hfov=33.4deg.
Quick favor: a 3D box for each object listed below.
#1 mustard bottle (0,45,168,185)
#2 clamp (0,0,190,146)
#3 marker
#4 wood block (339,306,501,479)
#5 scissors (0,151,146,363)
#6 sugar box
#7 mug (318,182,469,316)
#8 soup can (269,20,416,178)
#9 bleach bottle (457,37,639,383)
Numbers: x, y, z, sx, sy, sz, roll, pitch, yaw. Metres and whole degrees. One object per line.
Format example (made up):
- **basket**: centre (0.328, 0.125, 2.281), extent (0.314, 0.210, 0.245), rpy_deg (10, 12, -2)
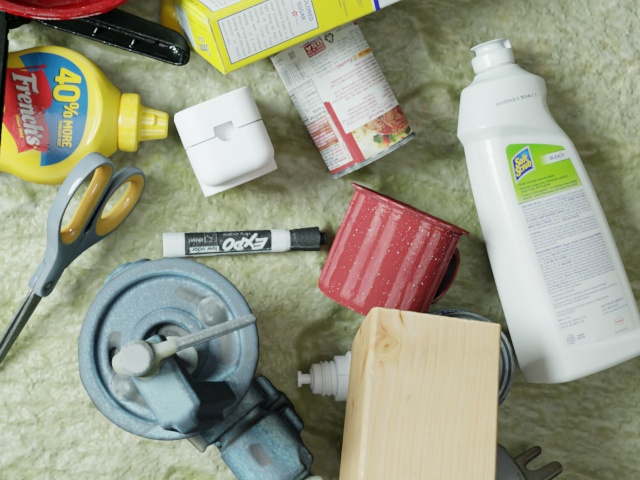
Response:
- **mustard bottle**: centre (-0.203, -0.088, 0.743), extent (0.191, 0.058, 0.096), rpy_deg (4, 82, -8)
- **clamp**: centre (-0.214, -0.151, 0.715), extent (0.210, 0.036, 0.164), rpy_deg (44, 63, 8)
- **marker**: centre (-0.055, 0.001, 0.788), extent (0.121, 0.020, 0.020), rpy_deg (-3, 94, -7)
- **wood block**: centre (0.061, 0.160, 0.704), extent (0.090, 0.090, 0.206), rpy_deg (8, 67, -5)
- **scissors**: centre (-0.182, 0.019, 0.766), extent (0.016, 0.096, 0.202), rpy_deg (39, 120, 17)
- **sugar box**: centre (-0.006, -0.174, 0.727), extent (0.176, 0.093, 0.048), rpy_deg (-23, 121, -13)
- **mug**: centre (0.057, 0.016, 0.777), extent (0.117, 0.093, 0.081), rpy_deg (18, 97, -45)
- **soup can**: centre (0.015, -0.104, 0.767), extent (0.068, 0.068, 0.102), rpy_deg (-29, 96, -5)
- **bleach bottle**: centre (0.165, -0.027, 0.793), extent (0.102, 0.068, 0.251), rpy_deg (-16, 91, -26)
